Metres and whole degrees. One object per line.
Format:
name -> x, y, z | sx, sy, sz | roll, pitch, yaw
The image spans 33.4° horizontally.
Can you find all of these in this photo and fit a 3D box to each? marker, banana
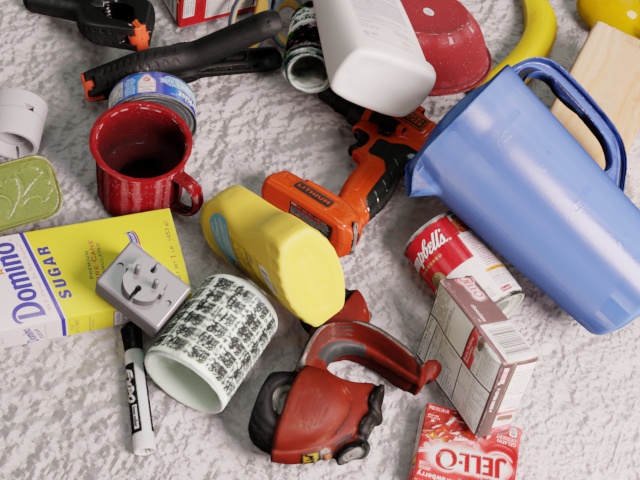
marker -> -0.157, 0.124, 0.915 | 0.020, 0.020, 0.121 | -4, 59, -13
banana -> 0.225, -0.218, 1.196 | 0.070, 0.037, 0.197 | 10, 53, 17

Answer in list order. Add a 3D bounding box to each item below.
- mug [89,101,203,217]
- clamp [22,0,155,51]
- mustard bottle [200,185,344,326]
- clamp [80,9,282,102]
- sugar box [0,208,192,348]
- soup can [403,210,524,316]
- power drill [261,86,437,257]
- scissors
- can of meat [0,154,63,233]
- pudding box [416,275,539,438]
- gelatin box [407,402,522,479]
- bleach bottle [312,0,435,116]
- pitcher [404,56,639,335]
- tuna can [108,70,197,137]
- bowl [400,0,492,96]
mug -> -0.158, -0.063, 0.996 | 0.117, 0.082, 0.093 | 31, 58, 10
clamp -> -0.216, -0.244, 1.106 | 0.120, 0.039, 0.172 | -38, 52, -26
mustard bottle -> -0.056, 0.001, 0.952 | 0.058, 0.096, 0.192 | -37, 36, -17
clamp -> -0.131, -0.177, 1.048 | 0.210, 0.165, 0.036 | -14, 86, -9
sugar box -> -0.211, 0.032, 0.947 | 0.176, 0.048, 0.093 | -10, 63, -18
soup can -> 0.134, 0.031, 0.999 | 0.068, 0.069, 0.102 | -26, 66, -24
power drill -> 0.028, -0.083, 1.057 | 0.185, 0.057, 0.187 | 34, 59, 20
scissors -> -0.040, -0.289, 1.126 | 0.096, 0.202, 0.016 | 14, 12, -25
can of meat -> -0.288, -0.037, 0.946 | 0.102, 0.084, 0.057 | -19, 99, -22
pudding box -> 0.132, 0.099, 0.922 | 0.039, 0.090, 0.114 | -6, 39, -24
gelatin box -> 0.125, 0.188, 0.920 | 0.089, 0.030, 0.073 | 16, 57, 0
bleach bottle -> 0.041, -0.239, 1.077 | 0.102, 0.068, 0.251 | 16, 44, -27
pitcher -> 0.210, -0.040, 0.969 | 0.243, 0.149, 0.144 | 44, 32, -1
tuna can -> -0.162, -0.124, 1.032 | 0.086, 0.086, 0.034 | 1, 56, -10
bowl -> 0.109, -0.222, 1.139 | 0.162, 0.055, 0.162 | 4, 43, -4
